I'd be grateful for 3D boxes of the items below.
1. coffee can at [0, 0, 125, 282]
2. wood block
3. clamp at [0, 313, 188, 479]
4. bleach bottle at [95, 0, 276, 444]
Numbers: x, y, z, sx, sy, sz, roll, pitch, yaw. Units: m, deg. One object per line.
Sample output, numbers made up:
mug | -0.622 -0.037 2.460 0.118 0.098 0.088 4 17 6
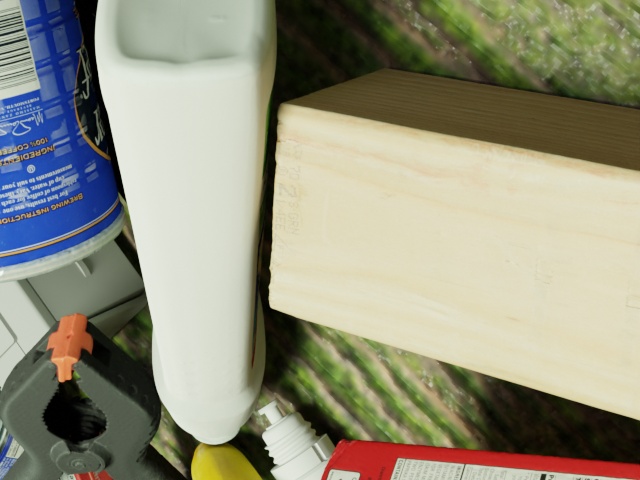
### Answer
coffee can | -0.154 -0.063 0.491 0.103 0.102 0.140 6 117 31
wood block | 0.092 -0.001 0.404 0.206 0.090 0.090 15 113 27
clamp | -0.130 0.104 0.551 0.120 0.039 0.171 -9 133 -1
bleach bottle | -0.053 0.001 0.483 0.068 0.102 0.251 -1 134 -3
